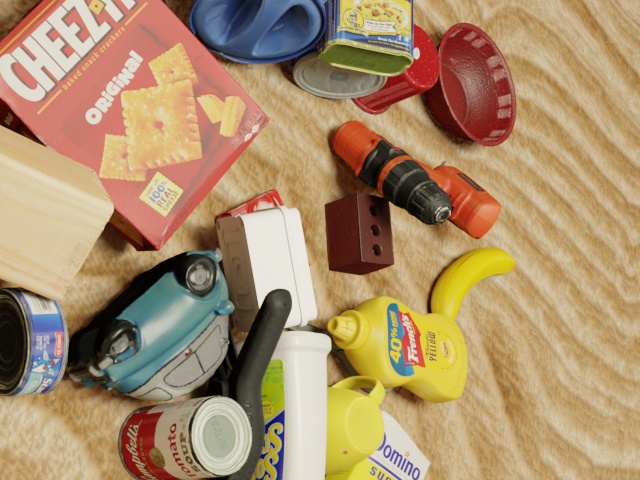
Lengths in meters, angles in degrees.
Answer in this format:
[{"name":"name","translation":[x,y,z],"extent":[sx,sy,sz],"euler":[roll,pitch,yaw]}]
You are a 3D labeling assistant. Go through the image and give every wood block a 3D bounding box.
[{"name":"wood block","translation":[-0.271,-0.044,0.791],"extent":[0.205,0.091,0.090],"euler":[27,101,-30]}]

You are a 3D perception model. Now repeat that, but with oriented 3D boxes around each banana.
[{"name":"banana","translation":[0.182,0.050,1.303],"extent":[0.197,0.037,0.069],"euler":[-40,125,-43]}]

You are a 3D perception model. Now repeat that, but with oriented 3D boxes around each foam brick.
[{"name":"foam brick","translation":[0.042,-0.006,1.163],"extent":[0.052,0.051,0.078],"euler":[7,73,-44]}]

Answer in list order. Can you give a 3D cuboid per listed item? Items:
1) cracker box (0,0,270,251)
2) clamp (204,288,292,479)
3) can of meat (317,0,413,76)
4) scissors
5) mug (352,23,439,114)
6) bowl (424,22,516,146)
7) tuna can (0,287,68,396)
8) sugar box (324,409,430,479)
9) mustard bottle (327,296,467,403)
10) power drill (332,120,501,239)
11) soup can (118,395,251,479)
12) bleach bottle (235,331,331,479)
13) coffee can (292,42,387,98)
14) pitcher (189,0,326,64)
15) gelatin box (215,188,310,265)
[{"name":"cracker box","translation":[-0.171,-0.120,0.921],"extent":[0.213,0.072,0.164],"euler":[46,70,-20]},{"name":"clamp","translation":[-0.082,0.129,0.966],"extent":[0.036,0.165,0.210],"euler":[2,99,-30]},{"name":"can of meat","translation":[0.046,-0.221,1.089],"extent":[0.102,0.058,0.084],"euler":[8,72,-19]},{"name":"scissors","translation":[0.017,0.091,1.135],"extent":[0.201,0.016,0.096],"euler":[42,50,-30]},{"name":"mug","translation":[0.093,-0.202,1.251],"extent":[0.117,0.082,0.093],"euler":[6,74,-44]},{"name":"bowl","translation":[0.181,-0.191,1.355],"extent":[0.161,0.055,0.162],"euler":[16,67,-43]},{"name":"tuna can","translation":[-0.233,0.079,0.834],"extent":[0.033,0.086,0.086],"euler":[1,77,-44]},{"name":"sugar box","translation":[0.045,0.267,1.089],"extent":[0.093,0.048,0.176],"euler":[51,49,-22]},{"name":"mustard bottle","translation":[0.078,0.110,1.136],"extent":[0.191,0.058,0.096],"euler":[21,60,-42]},{"name":"power drill","translation":[0.121,-0.058,1.192],"extent":[0.187,0.185,0.057],"euler":[21,109,-46]},{"name":"soup can","translation":[-0.116,0.171,0.914],"extent":[0.068,0.102,0.068],"euler":[15,68,-42]},{"name":"bleach bottle","translation":[-0.034,0.215,0.982],"extent":[0.068,0.103,0.251],"euler":[14,68,-50]},{"name":"coffee can","translation":[0.024,-0.242,1.178],"extent":[0.102,0.103,0.140],"euler":[20,64,-40]},{"name":"pitcher","translation":[-0.055,-0.315,1.079],"extent":[0.149,0.145,0.243],"euler":[3,64,-11]},{"name":"gelatin box","translation":[-0.057,0.001,1.076],"extent":[0.073,0.030,0.089],"euler":[-31,101,-45]}]
